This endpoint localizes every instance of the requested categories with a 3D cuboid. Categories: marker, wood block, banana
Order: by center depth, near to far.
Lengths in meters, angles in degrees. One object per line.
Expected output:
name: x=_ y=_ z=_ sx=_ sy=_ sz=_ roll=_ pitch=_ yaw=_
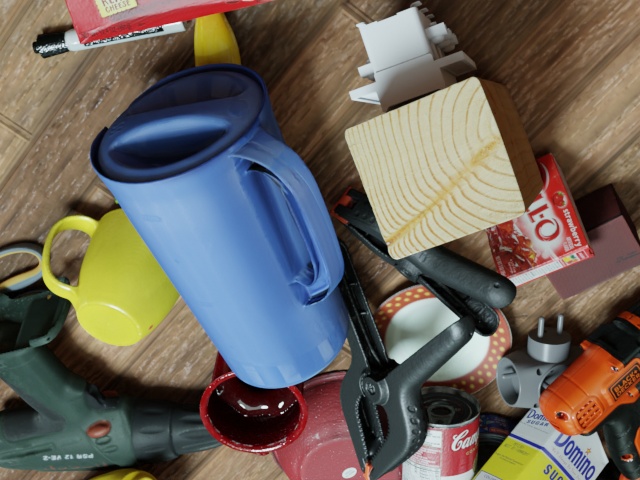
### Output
wood block: x=0.095 y=-0.054 z=0.745 sx=0.091 sy=0.206 sz=0.090 roll=-20 pitch=91 yaw=16
marker: x=-0.162 y=-0.158 z=0.815 sx=0.121 sy=0.020 sz=0.020 roll=-9 pitch=120 yaw=8
banana: x=-0.100 y=-0.089 z=0.843 sx=0.069 sy=0.037 sz=0.198 roll=23 pitch=120 yaw=-13

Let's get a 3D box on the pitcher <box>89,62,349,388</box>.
pitcher: x=-0.055 y=0.001 z=0.802 sx=0.145 sy=0.149 sz=0.242 roll=-20 pitch=128 yaw=6

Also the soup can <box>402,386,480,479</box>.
soup can: x=0.106 y=0.191 z=0.948 sx=0.068 sy=0.068 sz=0.102 roll=0 pitch=111 yaw=3

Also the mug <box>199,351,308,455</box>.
mug: x=-0.054 y=0.137 z=0.951 sx=0.093 sy=0.081 sz=0.117 roll=-4 pitch=121 yaw=5

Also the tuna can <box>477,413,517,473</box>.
tuna can: x=0.155 y=0.205 z=1.009 sx=0.086 sy=0.033 sz=0.086 roll=1 pitch=121 yaw=2

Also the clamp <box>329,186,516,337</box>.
clamp: x=0.084 y=0.013 z=0.852 sx=0.171 sy=0.039 sz=0.120 roll=35 pitch=162 yaw=3

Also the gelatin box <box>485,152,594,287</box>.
gelatin box: x=0.166 y=-0.016 z=0.845 sx=0.073 sy=0.089 sz=0.030 roll=-23 pitch=153 yaw=18

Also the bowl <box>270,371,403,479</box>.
bowl: x=0.028 y=0.202 z=1.002 sx=0.162 sy=0.055 sz=0.162 roll=1 pitch=121 yaw=2

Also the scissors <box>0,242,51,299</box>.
scissors: x=-0.310 y=0.071 z=0.964 sx=0.202 sy=0.016 sz=0.096 roll=-33 pitch=114 yaw=21

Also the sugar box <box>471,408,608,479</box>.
sugar box: x=0.182 y=0.225 z=0.948 sx=0.176 sy=0.048 sz=0.093 roll=-44 pitch=125 yaw=-20

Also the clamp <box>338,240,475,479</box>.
clamp: x=0.061 y=0.117 z=0.890 sx=0.036 sy=0.165 sz=0.210 roll=-18 pitch=117 yaw=-36
